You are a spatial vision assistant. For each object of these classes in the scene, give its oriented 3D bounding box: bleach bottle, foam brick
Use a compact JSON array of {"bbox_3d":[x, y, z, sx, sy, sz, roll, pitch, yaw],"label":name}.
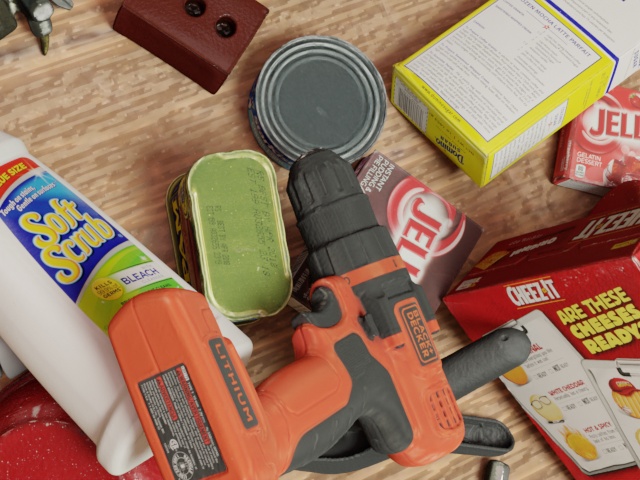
[{"bbox_3d":[-0.158,0.008,0.583,0.251,0.068,0.102,40,34,16],"label":"bleach bottle"},{"bbox_3d":[-0.081,-0.137,0.660,0.078,0.051,0.053,32,77,-9],"label":"foam brick"}]

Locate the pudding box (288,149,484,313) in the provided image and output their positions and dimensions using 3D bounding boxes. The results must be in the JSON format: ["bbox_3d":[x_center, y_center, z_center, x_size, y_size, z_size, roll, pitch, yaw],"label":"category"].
[{"bbox_3d":[0.038,0.013,0.680,0.090,0.039,0.113,35,78,-9],"label":"pudding box"}]

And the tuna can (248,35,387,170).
[{"bbox_3d":[-0.003,-0.085,0.683,0.086,0.034,0.086,2,84,-14],"label":"tuna can"}]

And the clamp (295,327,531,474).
[{"bbox_3d":[0.048,0.101,0.644,0.171,0.120,0.039,-6,42,-14],"label":"clamp"}]

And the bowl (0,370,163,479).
[{"bbox_3d":[-0.140,0.144,0.583,0.162,0.055,0.162,-1,81,10],"label":"bowl"}]

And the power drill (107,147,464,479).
[{"bbox_3d":[-0.013,0.045,0.538,0.187,0.057,0.184,-15,78,-49],"label":"power drill"}]

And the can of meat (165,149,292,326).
[{"bbox_3d":[-0.054,0.001,0.635,0.057,0.084,0.102,-9,86,-15],"label":"can of meat"}]

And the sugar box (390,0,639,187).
[{"bbox_3d":[0.141,-0.121,0.703,0.176,0.048,0.093,-34,66,-17],"label":"sugar box"}]

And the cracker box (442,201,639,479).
[{"bbox_3d":[0.199,0.085,0.634,0.072,0.164,0.213,-43,102,-30],"label":"cracker box"}]
